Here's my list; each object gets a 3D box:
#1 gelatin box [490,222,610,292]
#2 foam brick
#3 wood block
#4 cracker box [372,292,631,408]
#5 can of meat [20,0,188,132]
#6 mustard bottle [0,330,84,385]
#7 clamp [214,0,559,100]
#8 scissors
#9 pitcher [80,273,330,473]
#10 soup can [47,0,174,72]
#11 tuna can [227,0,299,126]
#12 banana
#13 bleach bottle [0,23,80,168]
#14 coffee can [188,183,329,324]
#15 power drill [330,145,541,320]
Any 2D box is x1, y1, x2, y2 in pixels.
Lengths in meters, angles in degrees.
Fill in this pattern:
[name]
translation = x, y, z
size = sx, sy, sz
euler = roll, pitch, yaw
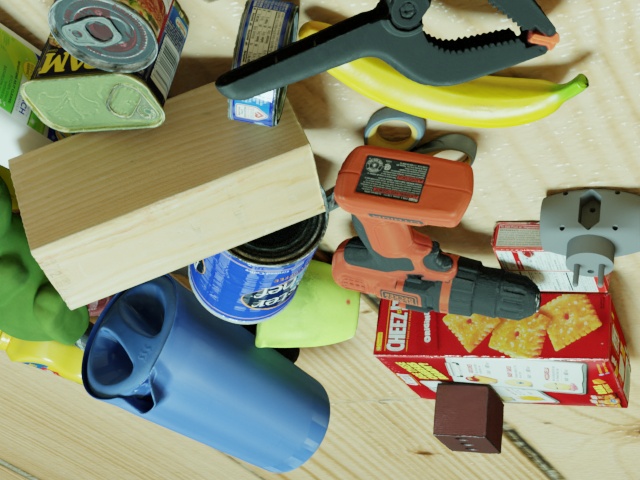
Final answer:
[gelatin box]
translation = 0.198, 0.014, 0.916
size = 0.089, 0.030, 0.073
euler = 1, 148, 26
[foam brick]
translation = 0.146, 0.174, 1.040
size = 0.053, 0.051, 0.078
euler = 0, 158, 23
[wood block]
translation = -0.112, -0.040, 0.793
size = 0.206, 0.091, 0.090
euler = -22, 148, -4
[cracker box]
translation = 0.178, 0.104, 1.019
size = 0.214, 0.072, 0.164
euler = 0, 157, 23
[can of meat]
translation = -0.150, -0.128, 0.758
size = 0.102, 0.084, 0.057
euler = -1, 147, 23
[mustard bottle]
translation = -0.316, 0.138, 1.298
size = 0.191, 0.058, 0.096
euler = 25, 172, -17
[clamp]
translation = 0.047, -0.155, 0.649
size = 0.210, 0.036, 0.165
euler = 4, 120, -9
[scissors]
translation = 0.031, -0.060, 0.870
size = 0.202, 0.016, 0.096
euler = -14, 139, 38
[pitcher]
translation = -0.106, 0.133, 1.063
size = 0.145, 0.149, 0.242
euler = 3, 154, 48
[soup can]
translation = -0.121, -0.165, 0.664
size = 0.068, 0.102, 0.068
euler = 10, 150, 5
[tuna can]
translation = -0.038, -0.121, 0.724
size = 0.034, 0.086, 0.086
euler = 11, 150, 1
[banana]
translation = 0.081, -0.112, 0.743
size = 0.198, 0.037, 0.070
euler = 10, 142, 5
[bleach bottle]
translation = -0.203, -0.089, 0.852
size = 0.068, 0.102, 0.250
euler = -21, 145, 35
[coffee can]
translation = -0.056, 0.001, 0.911
size = 0.102, 0.102, 0.140
euler = 16, 155, -5
[power drill]
translation = 0.089, 0.003, 0.870
size = 0.184, 0.057, 0.187
euler = 10, 152, 15
